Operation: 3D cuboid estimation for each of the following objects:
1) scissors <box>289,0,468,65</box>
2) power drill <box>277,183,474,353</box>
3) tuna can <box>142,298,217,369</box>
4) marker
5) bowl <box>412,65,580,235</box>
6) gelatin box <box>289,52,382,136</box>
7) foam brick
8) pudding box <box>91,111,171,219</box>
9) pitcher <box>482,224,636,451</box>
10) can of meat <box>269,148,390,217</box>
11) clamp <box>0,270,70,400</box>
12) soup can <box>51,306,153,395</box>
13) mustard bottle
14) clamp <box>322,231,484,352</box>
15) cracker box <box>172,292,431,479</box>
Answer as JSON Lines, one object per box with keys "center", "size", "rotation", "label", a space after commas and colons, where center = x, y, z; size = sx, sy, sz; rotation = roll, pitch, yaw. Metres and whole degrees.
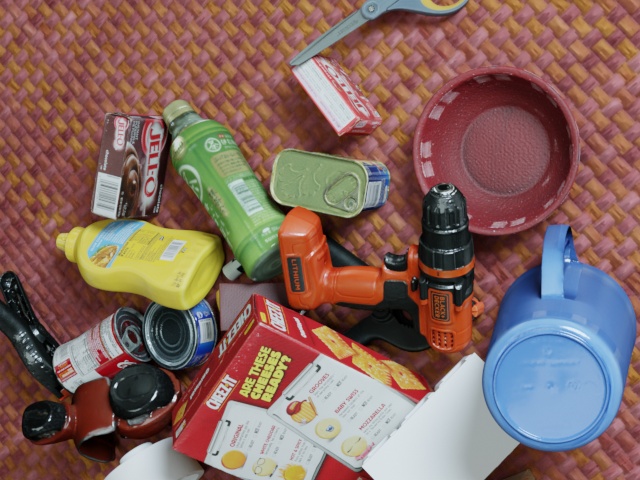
{"center": [0.069, -0.220, 1.050], "size": [0.096, 0.016, 0.201], "rotation": [40, 86, 3], "label": "scissors"}
{"center": [0.055, 0.018, 1.015], "size": [0.188, 0.057, 0.184], "rotation": [10, 127, 23], "label": "power drill"}
{"center": [-0.157, 0.100, 1.185], "size": [0.086, 0.033, 0.086], "rotation": [4, 96, 36], "label": "tuna can"}
{"center": [-0.058, 0.001, 1.154], "size": [0.121, 0.020, 0.020], "rotation": [-39, 80, 20], "label": "marker"}
{"center": [0.173, -0.086, 1.033], "size": [0.162, 0.055, 0.162], "rotation": [2, 95, 22], "label": "bowl"}
{"center": [0.017, -0.147, 1.082], "size": [0.030, 0.073, 0.089], "rotation": [-41, 79, 20], "label": "gelatin box"}
{"center": [-0.067, 0.075, 1.125], "size": [0.078, 0.051, 0.053], "rotation": [-1, 72, -3], "label": "foam brick"}
{"center": [-0.205, -0.082, 1.170], "size": [0.039, 0.089, 0.113], "rotation": [17, 101, 22], "label": "pudding box"}
{"center": [0.207, 0.088, 0.932], "size": [0.149, 0.242, 0.145], "rotation": [44, 106, 7], "label": "pitcher"}
{"center": [0.013, -0.059, 1.086], "size": [0.102, 0.083, 0.057], "rotation": [12, 98, 21], "label": "can of meat"}
{"center": [-0.341, 0.107, 1.250], "size": [0.039, 0.120, 0.171], "rotation": [-31, 103, 12], "label": "clamp"}
{"center": [-0.247, 0.128, 1.216], "size": [0.102, 0.068, 0.068], "rotation": [-30, 83, 22], "label": "soup can"}
{"center": [-0.209, 0.018, 1.179], "size": [0.192, 0.096, 0.058], "rotation": [12, 136, 22], "label": "mustard bottle"}
{"center": [0.061, 0.056, 1.100], "size": [0.210, 0.036, 0.164], "rotation": [-6, 95, 24], "label": "clamp"}
{"center": [-0.017, 0.170, 1.069], "size": [0.213, 0.072, 0.164], "rotation": [28, 108, -21], "label": "cracker box"}
